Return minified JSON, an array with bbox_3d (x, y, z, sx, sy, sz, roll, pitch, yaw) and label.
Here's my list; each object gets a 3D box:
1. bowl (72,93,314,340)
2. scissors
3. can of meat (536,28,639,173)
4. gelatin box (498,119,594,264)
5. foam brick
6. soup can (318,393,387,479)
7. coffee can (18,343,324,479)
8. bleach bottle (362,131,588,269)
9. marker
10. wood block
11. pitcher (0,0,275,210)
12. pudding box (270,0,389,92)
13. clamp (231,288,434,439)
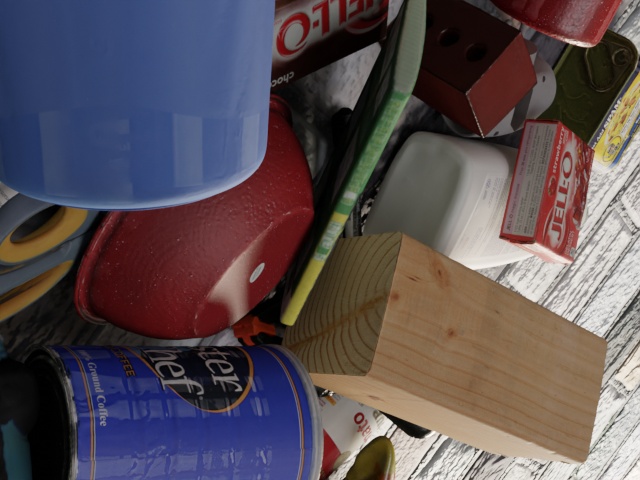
[{"bbox_3d":[-0.054,0.001,0.575,0.162,0.055,0.162,-44,165,-16],"label":"bowl"},{"bbox_3d":[-0.101,-0.021,0.532,0.201,0.016,0.096,-38,166,-36],"label":"scissors"},{"bbox_3d":[0.218,-0.107,0.839,0.083,0.057,0.102,14,109,-55],"label":"can of meat"},{"bbox_3d":[0.163,-0.033,0.757,0.073,0.030,0.089,21,80,-54],"label":"gelatin box"},{"bbox_3d":[0.085,-0.111,0.663,0.053,0.078,0.051,-47,146,-9],"label":"foam brick"},{"bbox_3d":[-0.008,0.139,0.780,0.102,0.069,0.068,-40,143,-19],"label":"soup can"},{"bbox_3d":[-0.084,0.106,0.566,0.140,0.103,0.103,4,117,-34],"label":"coffee can"},{"bbox_3d":[0.139,-0.020,0.818,0.250,0.068,0.103,4,114,-53],"label":"bleach bottle"},{"bbox_3d":[0.018,-0.036,0.701,0.020,0.020,0.121,-32,140,-28],"label":"marker"},{"bbox_3d":[0.086,0.076,0.701,0.205,0.091,0.090,26,71,-35],"label":"wood block"},{"bbox_3d":[-0.083,-0.139,0.368,0.144,0.149,0.243,-24,124,-46],"label":"pitcher"},{"bbox_3d":[-0.011,-0.134,0.565,0.113,0.039,0.090,-29,140,-30],"label":"pudding box"},{"bbox_3d":[0.020,0.081,0.736,0.171,0.120,0.039,1,163,-33],"label":"clamp"}]
